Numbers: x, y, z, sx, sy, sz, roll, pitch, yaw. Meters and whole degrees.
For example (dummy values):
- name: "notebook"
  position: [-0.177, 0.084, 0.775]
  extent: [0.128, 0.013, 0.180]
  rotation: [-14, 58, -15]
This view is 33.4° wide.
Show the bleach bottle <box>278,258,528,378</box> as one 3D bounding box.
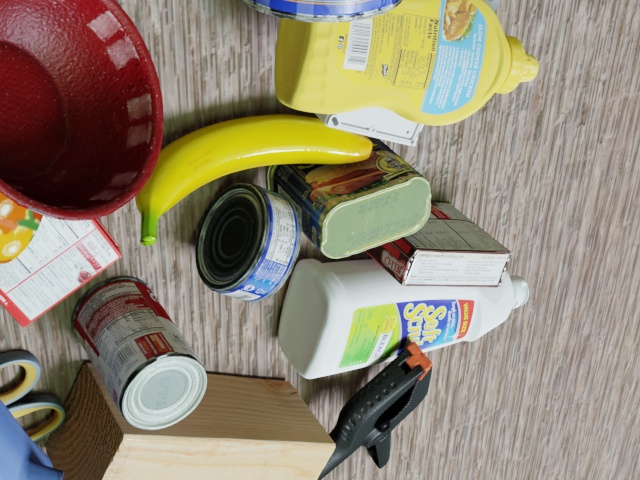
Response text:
- name: "bleach bottle"
  position: [0.088, 0.054, 0.947]
  extent: [0.250, 0.068, 0.103]
  rotation: [-7, 129, -33]

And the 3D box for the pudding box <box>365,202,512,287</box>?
- name: "pudding box"
  position: [0.090, 0.002, 0.890]
  extent: [0.113, 0.090, 0.039]
  rotation: [1, 120, -35]

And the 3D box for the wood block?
- name: "wood block"
  position: [-0.105, 0.169, 0.877]
  extent: [0.205, 0.091, 0.090]
  rotation: [12, 115, -40]

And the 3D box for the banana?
- name: "banana"
  position: [-0.057, -0.056, 0.766]
  extent: [0.197, 0.069, 0.037]
  rotation: [-24, 168, -26]

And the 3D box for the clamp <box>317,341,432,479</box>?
- name: "clamp"
  position: [0.048, 0.168, 0.975]
  extent: [0.164, 0.036, 0.210]
  rotation: [-8, 141, -49]

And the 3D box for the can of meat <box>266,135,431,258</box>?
- name: "can of meat"
  position: [0.022, -0.037, 0.819]
  extent: [0.102, 0.084, 0.057]
  rotation: [-19, 130, -22]

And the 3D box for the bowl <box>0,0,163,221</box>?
- name: "bowl"
  position: [-0.171, -0.085, 0.637]
  extent: [0.161, 0.055, 0.162]
  rotation: [18, 66, -47]

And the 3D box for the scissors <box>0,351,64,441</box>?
- name: "scissors"
  position: [-0.285, 0.133, 0.779]
  extent: [0.201, 0.016, 0.096]
  rotation: [-8, 124, -30]

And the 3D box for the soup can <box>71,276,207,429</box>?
- name: "soup can"
  position: [-0.134, 0.082, 0.785]
  extent: [0.068, 0.102, 0.068]
  rotation: [-18, 129, -24]

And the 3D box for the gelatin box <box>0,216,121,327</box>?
- name: "gelatin box"
  position: [-0.194, 0.007, 0.740]
  extent: [0.089, 0.030, 0.073]
  rotation: [-37, 133, -7]

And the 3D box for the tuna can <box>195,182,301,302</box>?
- name: "tuna can"
  position: [-0.055, 0.001, 0.792]
  extent: [0.033, 0.086, 0.086]
  rotation: [20, 108, -40]

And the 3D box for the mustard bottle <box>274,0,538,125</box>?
- name: "mustard bottle"
  position: [0.067, -0.128, 0.723]
  extent: [0.191, 0.058, 0.096]
  rotation: [3, 102, -26]
